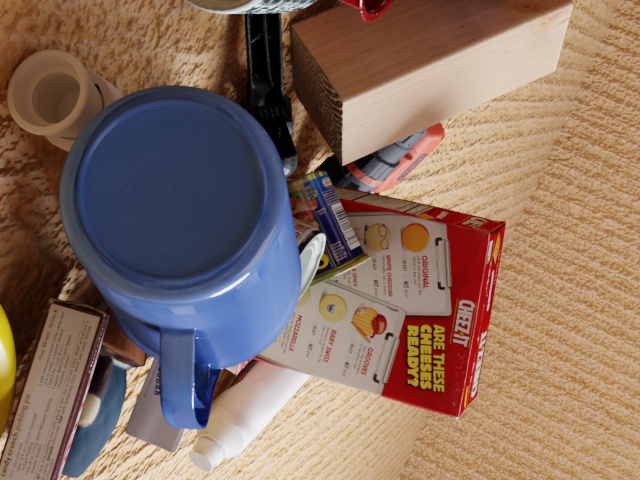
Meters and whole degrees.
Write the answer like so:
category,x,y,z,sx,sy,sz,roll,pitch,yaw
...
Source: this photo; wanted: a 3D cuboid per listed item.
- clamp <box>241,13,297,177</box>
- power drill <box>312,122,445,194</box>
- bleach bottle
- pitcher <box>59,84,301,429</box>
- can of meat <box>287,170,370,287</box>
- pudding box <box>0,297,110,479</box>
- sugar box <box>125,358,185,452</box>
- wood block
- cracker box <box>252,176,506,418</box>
category,x,y,z,sx,sy,sz,roll,pitch,yaw
clamp,-0.039,-0.099,0.767,0.210,0.036,0.164,108,-22,-77
power drill,0.056,-0.083,1.034,0.185,0.057,0.187,-41,176,30
bleach bottle,-0.047,0.138,1.106,0.250,0.068,0.103,-49,-172,-38
pitcher,-0.074,0.010,0.610,0.145,0.149,0.243,-40,173,-9
can of meat,-0.023,-0.001,0.875,0.102,0.084,0.057,-25,180,26
pudding box,-0.162,0.093,0.653,0.090,0.039,0.113,160,-55,-79
sugar box,-0.101,0.085,0.822,0.176,0.048,0.093,-73,-174,-80
wood block,0.088,-0.156,0.869,0.206,0.090,0.091,-25,152,-12
cracker box,0.041,0.043,0.930,0.072,0.214,0.164,-25,125,-64
